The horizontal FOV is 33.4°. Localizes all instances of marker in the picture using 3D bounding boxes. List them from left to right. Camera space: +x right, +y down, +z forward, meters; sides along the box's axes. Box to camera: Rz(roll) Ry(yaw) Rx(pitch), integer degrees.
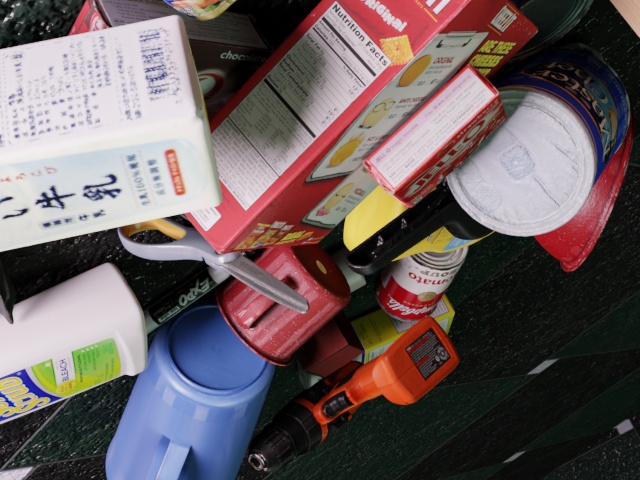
[{"bbox_3d":[-0.105,0.039,0.898,0.121,0.020,0.020,-34,156,12],"label":"marker"}]

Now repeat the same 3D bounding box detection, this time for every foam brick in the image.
[{"bbox_3d":[-0.004,0.085,1.029,0.053,0.078,0.051,-34,159,11],"label":"foam brick"}]

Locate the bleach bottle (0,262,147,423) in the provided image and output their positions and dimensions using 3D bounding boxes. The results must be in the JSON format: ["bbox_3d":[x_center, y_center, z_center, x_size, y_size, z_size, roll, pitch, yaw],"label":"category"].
[{"bbox_3d":[-0.252,0.105,0.778,0.250,0.068,0.103,-25,152,-23],"label":"bleach bottle"}]

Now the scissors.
[{"bbox_3d":[-0.055,0.001,0.716,0.096,0.202,0.016,-37,127,-38],"label":"scissors"}]

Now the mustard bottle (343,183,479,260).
[{"bbox_3d":[0.113,-0.032,0.945,0.191,0.058,0.096,-7,132,-41],"label":"mustard bottle"}]

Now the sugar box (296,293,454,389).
[{"bbox_3d":[0.060,0.114,1.200,0.176,0.048,0.093,-20,155,-12],"label":"sugar box"}]

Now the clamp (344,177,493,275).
[{"bbox_3d":[0.114,-0.056,0.857,0.209,0.036,0.165,-5,118,-45],"label":"clamp"}]

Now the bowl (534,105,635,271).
[{"bbox_3d":[0.226,-0.056,0.967,0.055,0.162,0.162,18,147,-1],"label":"bowl"}]

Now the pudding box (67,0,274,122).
[{"bbox_3d":[-0.096,-0.094,0.615,0.113,0.039,0.090,-4,147,-43],"label":"pudding box"}]

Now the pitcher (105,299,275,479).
[{"bbox_3d":[-0.123,0.171,0.994,0.144,0.149,0.243,-15,150,-29],"label":"pitcher"}]

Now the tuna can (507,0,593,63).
[{"bbox_3d":[0.146,-0.164,0.745,0.086,0.034,0.086,-25,160,-10],"label":"tuna can"}]

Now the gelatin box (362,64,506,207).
[{"bbox_3d":[0.073,-0.062,0.662,0.089,0.030,0.073,-44,167,7],"label":"gelatin box"}]

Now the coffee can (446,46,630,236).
[{"bbox_3d":[0.158,-0.075,0.763,0.103,0.103,0.140,-45,177,33],"label":"coffee can"}]

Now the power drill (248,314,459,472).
[{"bbox_3d":[0.031,0.150,1.037,0.188,0.057,0.184,-33,-179,44],"label":"power drill"}]

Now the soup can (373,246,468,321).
[{"bbox_3d":[0.097,0.025,1.034,0.068,0.068,0.102,-18,153,-24],"label":"soup can"}]

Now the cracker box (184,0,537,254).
[{"bbox_3d":[0.021,-0.088,0.661,0.214,0.072,0.164,-45,167,17],"label":"cracker box"}]

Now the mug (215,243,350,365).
[{"bbox_3d":[-0.033,0.047,0.900,0.082,0.093,0.117,-43,169,18],"label":"mug"}]
